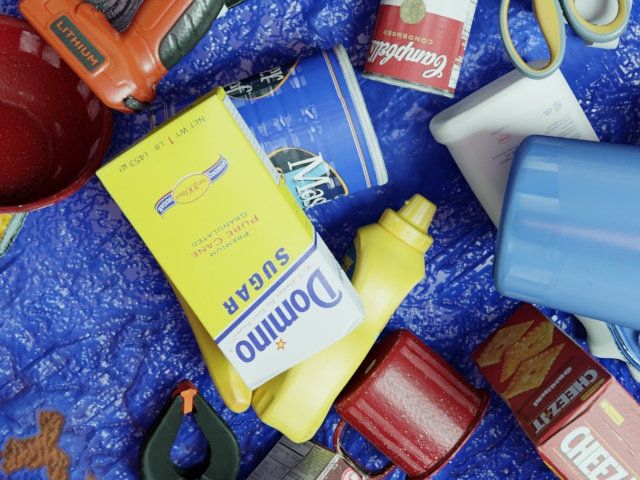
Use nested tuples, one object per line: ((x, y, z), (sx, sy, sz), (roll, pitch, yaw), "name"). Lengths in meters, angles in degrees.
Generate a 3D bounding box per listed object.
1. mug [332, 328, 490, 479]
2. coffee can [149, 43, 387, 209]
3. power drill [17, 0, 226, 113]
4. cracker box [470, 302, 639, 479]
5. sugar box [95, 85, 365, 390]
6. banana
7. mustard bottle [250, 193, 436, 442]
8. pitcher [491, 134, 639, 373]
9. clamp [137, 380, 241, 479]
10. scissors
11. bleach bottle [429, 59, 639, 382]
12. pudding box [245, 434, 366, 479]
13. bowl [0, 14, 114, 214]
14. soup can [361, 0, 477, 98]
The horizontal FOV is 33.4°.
((0.057, 0.128, 0.792), (0.081, 0.093, 0.117), (41, 106, -3), "mug")
((-0.035, -0.066, 0.747), (0.140, 0.103, 0.103), (-19, 99, 2), "coffee can")
((-0.106, -0.191, 0.701), (0.188, 0.057, 0.184), (-42, 86, 9), "power drill")
((0.196, 0.141, 0.731), (0.072, 0.213, 0.164), (-44, 98, 5), "cracker box")
((-0.054, 0.001, 0.685), (0.093, 0.048, 0.176), (-32, 102, 9), "sugar box")
((-0.097, 0.031, 0.775), (0.037, 0.069, 0.198), (-32, 88, 27), "banana")
((0.022, 0.049, 0.771), (0.058, 0.096, 0.192), (34, 97, -5), "mustard bottle")
((0.236, 0.015, 0.676), (0.243, 0.145, 0.149), (11, 74, 13), "pitcher")
((-0.108, 0.197, 0.817), (0.120, 0.039, 0.171), (-14, 97, -19), "clamp")
((0.154, -0.211, 0.721), (0.096, 0.016, 0.202), (-5, 89, 9), "scissors")
((0.183, -0.002, 0.786), (0.102, 0.068, 0.251), (-30, 101, 3), "bleach bottle")
((-0.030, 0.197, 0.780), (0.113, 0.090, 0.039), (-47, 109, -15), "pudding box")
((-0.229, -0.077, 0.741), (0.162, 0.055, 0.162), (9, 60, -16), "bowl")
((0.074, -0.158, 0.753), (0.068, 0.068, 0.102), (13, 98, -4), "soup can")
